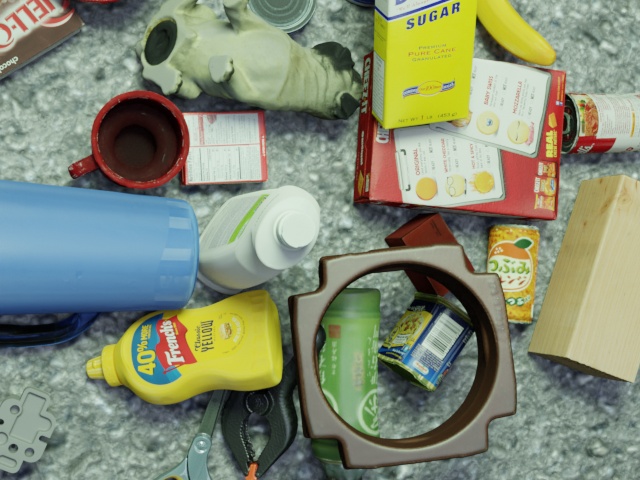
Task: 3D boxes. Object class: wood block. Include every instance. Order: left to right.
[{"bbox_3d":[0.314,0.042,1.173,0.090,0.090,0.206,20,83,-15],"label":"wood block"}]

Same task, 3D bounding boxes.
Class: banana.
[{"bbox_3d":[0.191,-0.266,1.149,0.037,0.070,0.198,-3,72,-47],"label":"banana"}]

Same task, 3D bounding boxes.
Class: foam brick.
[{"bbox_3d":[0.117,0.015,1.137,0.053,0.051,0.078,-35,98,-15],"label":"foam brick"}]

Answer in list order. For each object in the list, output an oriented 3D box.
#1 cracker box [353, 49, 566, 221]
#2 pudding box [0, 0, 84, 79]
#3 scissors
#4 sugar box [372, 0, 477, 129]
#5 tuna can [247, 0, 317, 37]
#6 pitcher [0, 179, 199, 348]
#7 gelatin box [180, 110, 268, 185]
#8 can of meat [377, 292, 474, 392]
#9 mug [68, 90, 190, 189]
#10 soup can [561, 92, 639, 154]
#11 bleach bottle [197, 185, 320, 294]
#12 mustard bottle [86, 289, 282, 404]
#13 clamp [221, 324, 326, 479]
[{"bbox_3d":[0.148,-0.110,1.138,0.213,0.072,0.164,5,86,-15],"label":"cracker box"},{"bbox_3d":[-0.300,-0.215,1.029,0.113,0.039,0.090,-36,99,-14],"label":"pudding box"},{"bbox_3d":[-0.107,0.220,1.068,0.096,0.016,0.202,36,91,-7],"label":"scissors"},{"bbox_3d":[0.100,-0.199,1.025,0.093,0.048,0.176,-10,125,-14],"label":"sugar box"},{"bbox_3d":[-0.047,-0.252,1.104,0.086,0.034,0.086,0,89,-16],"label":"tuna can"},{"bbox_3d":[-0.244,0.018,1.004,0.242,0.149,0.145,3,70,-19],"label":"pitcher"},{"bbox_3d":[-0.100,-0.094,1.088,0.089,0.030,0.073,-4,91,-16],"label":"gelatin box"},{"bbox_3d":[0.109,0.105,1.107,0.057,0.102,0.084,38,82,-11],"label":"can of meat"},{"bbox_3d":[-0.189,-0.088,1.036,0.117,0.082,0.093,-29,97,-15],"label":"mug"},{"bbox_3d":[0.313,-0.131,1.187,0.102,0.069,0.068,-3,90,-17],"label":"soup can"},{"bbox_3d":[-0.056,0.001,0.984,0.068,0.251,0.102,33,80,-13],"label":"bleach bottle"},{"bbox_3d":[-0.135,0.109,1.038,0.192,0.058,0.096,-11,57,9],"label":"mustard bottle"},{"bbox_3d":[-0.050,0.156,1.076,0.120,0.039,0.171,-3,93,20],"label":"clamp"}]
